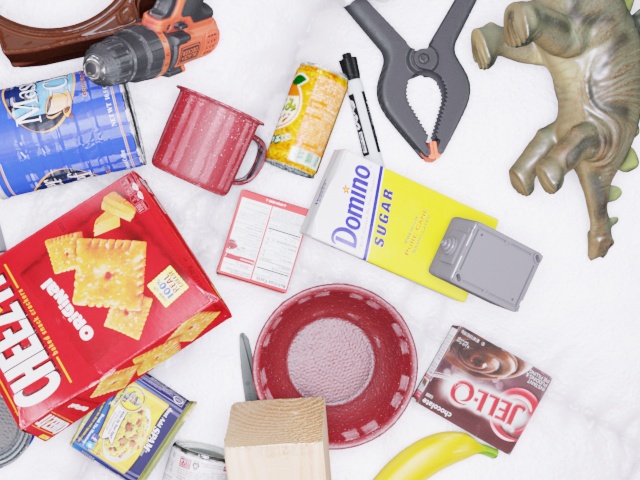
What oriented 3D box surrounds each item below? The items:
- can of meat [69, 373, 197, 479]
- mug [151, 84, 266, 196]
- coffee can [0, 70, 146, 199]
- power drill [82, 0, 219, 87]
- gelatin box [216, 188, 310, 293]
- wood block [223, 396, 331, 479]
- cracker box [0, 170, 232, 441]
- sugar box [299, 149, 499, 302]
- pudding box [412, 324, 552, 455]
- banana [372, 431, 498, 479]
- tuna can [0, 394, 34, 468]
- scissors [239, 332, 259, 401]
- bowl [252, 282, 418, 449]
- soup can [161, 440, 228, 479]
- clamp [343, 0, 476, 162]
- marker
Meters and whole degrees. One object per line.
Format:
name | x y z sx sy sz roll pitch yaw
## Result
can of meat | -0.183 0.179 1.038 0.084 0.057 0.102 33 86 -1
mug | -0.104 -0.091 1.039 0.117 0.093 0.081 22 93 -40
coffee can | -0.246 -0.104 1.013 0.140 0.103 0.103 -14 90 -5
power drill | -0.135 -0.232 0.951 0.057 0.184 0.188 30 121 13
gelatin box | -0.057 0.001 1.063 0.073 0.030 0.089 17 87 -5
wood block | -0.033 0.260 0.998 0.090 0.091 0.206 -4 109 2
cracker box | -0.217 0.059 1.003 0.213 0.072 0.164 -33 69 -5
sugar box | 0.078 -0.014 1.052 0.176 0.048 0.093 23 88 -16
pudding box | 0.162 0.149 1.073 0.113 0.039 0.090 30 88 -3
banana | 0.086 0.250 1.067 0.197 0.037 0.069 -38 91 -4
tuna can | -0.320 0.178 1.038 0.086 0.034 0.086 0 89 -4
scissors | -0.044 0.197 1.068 0.096 0.016 0.202 6 89 -6
bowl | 0.013 0.122 1.054 0.162 0.055 0.162 0 89 -5
soup can | -0.123 0.252 1.035 0.068 0.068 0.102 15 87 -4
clamp | 0.109 -0.186 1.075 0.164 0.036 0.210 -13 87 -5
marker | 0.041 -0.130 1.078 0.020 0.020 0.121 -14 90 -5
